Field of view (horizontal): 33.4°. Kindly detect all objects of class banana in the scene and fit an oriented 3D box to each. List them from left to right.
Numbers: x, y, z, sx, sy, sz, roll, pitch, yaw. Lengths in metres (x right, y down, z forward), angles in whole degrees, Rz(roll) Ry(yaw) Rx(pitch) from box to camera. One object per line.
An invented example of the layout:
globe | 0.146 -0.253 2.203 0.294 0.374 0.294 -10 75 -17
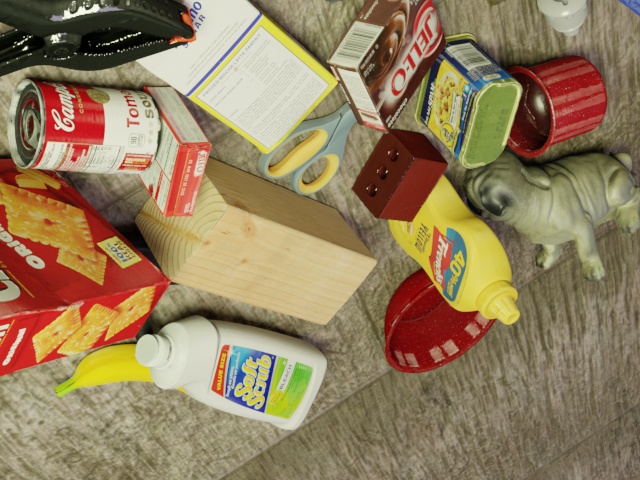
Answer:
banana | -0.173 0.136 1.099 0.197 0.037 0.070 12 139 -41

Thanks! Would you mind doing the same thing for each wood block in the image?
wood block | -0.057 0.002 1.003 0.205 0.091 0.090 20 116 -46

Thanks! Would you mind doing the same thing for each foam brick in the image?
foam brick | 0.079 -0.065 1.066 0.051 0.053 0.078 6 124 -40

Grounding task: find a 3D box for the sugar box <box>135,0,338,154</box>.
sugar box | -0.072 -0.149 0.878 0.093 0.048 0.176 -45 137 9

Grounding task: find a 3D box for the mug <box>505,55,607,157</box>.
mug | 0.229 -0.135 1.087 0.081 0.093 0.117 -20 169 -26

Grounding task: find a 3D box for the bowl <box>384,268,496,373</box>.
bowl | 0.133 0.080 1.246 0.162 0.055 0.162 -20 138 -19

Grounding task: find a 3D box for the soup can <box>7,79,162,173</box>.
soup can | -0.185 -0.088 0.838 0.102 0.069 0.069 1 128 -37

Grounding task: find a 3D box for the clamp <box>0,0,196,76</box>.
clamp | -0.193 -0.144 0.753 0.209 0.036 0.165 -6 163 -32

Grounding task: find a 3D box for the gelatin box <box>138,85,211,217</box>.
gelatin box | -0.125 -0.073 0.879 0.030 0.089 0.073 -6 132 -32

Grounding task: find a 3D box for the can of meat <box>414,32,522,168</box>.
can of meat | 0.140 -0.132 1.018 0.057 0.084 0.102 -14 136 -25

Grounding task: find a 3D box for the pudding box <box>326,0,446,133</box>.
pudding box | 0.060 -0.166 0.931 0.113 0.039 0.090 -55 144 -17

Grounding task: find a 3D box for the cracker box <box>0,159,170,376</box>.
cracker box | -0.233 0.012 0.770 0.072 0.164 0.213 -55 163 18

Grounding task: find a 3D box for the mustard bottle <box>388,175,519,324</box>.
mustard bottle | 0.140 0.015 1.078 0.058 0.192 0.096 -11 135 -27

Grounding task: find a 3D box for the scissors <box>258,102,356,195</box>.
scissors | 0.033 -0.110 1.017 0.201 0.016 0.096 -32 142 -5

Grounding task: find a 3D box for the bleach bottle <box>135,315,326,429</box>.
bleach bottle | -0.096 0.134 1.094 0.250 0.068 0.102 20 98 -54
